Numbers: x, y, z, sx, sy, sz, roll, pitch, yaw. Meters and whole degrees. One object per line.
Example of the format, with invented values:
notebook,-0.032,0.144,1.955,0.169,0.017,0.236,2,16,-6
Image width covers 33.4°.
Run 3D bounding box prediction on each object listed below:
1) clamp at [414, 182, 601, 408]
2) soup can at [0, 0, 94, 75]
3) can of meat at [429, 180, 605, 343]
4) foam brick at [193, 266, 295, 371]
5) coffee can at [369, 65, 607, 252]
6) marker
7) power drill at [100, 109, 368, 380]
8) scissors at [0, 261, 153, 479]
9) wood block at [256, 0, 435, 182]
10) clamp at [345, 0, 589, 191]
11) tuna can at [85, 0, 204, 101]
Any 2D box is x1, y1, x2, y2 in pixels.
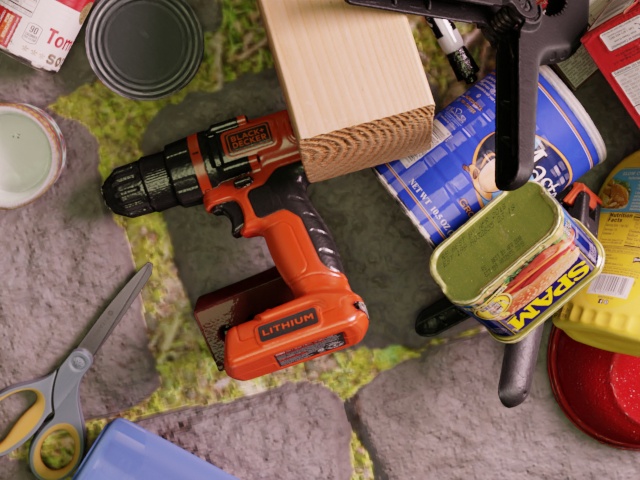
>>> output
clamp,0.144,0.030,0.805,0.039,0.120,0.171,36,83,-47
soup can,-0.197,-0.179,0.766,0.068,0.068,0.102,29,97,-7
can of meat,0.135,0.014,0.736,0.102,0.057,0.083,-42,143,11
foam brick,-0.051,0.058,0.818,0.078,0.051,0.053,-23,100,1
coffee can,0.121,-0.057,0.781,0.140,0.103,0.103,-38,99,4
marker,0.086,-0.172,0.803,0.020,0.020,0.121,-30,99,2
power drill,-0.055,0.001,0.769,0.184,0.057,0.188,-19,70,3
scissors,-0.183,0.114,0.841,0.202,0.016,0.096,-38,100,4
wood block,0.005,-0.157,0.728,0.091,0.090,0.206,-16,75,0
clamp,0.114,-0.150,0.697,0.164,0.036,0.209,45,54,-10
tuna can,-0.129,-0.147,0.791,0.086,0.034,0.086,0,99,-2
